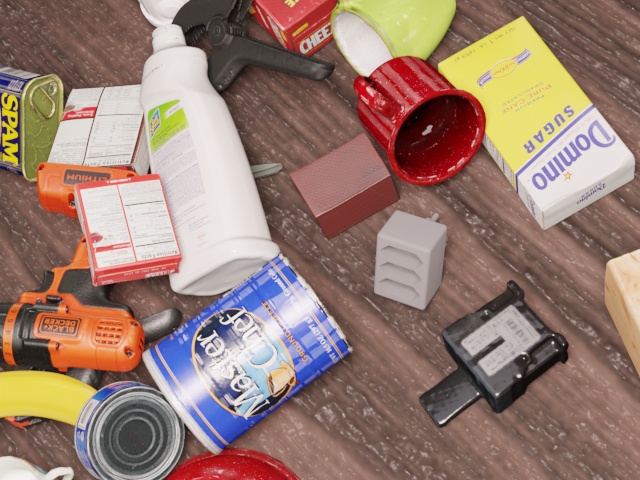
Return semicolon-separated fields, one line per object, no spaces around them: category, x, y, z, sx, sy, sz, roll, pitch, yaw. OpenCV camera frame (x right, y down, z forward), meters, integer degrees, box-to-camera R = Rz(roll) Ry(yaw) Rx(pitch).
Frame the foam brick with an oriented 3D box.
foam brick;0.022;-0.047;0.944;0.078;0.051;0.053;-29;63;0

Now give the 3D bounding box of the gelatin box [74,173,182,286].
gelatin box;-0.162;-0.009;0.898;0.073;0.030;0.089;-9;63;-19

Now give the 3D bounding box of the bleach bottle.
bleach bottle;-0.109;-0.083;0.953;0.103;0.067;0.251;-28;66;36

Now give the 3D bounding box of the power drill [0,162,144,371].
power drill;-0.231;0.023;0.929;0.184;0.057;0.187;6;60;2

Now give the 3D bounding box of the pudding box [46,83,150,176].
pudding box;-0.205;-0.098;1.019;0.090;0.039;0.113;-2;54;12

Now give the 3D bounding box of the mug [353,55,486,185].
mug;0.074;-0.111;0.919;0.093;0.117;0.082;-57;40;20

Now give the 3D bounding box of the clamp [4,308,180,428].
clamp;-0.206;0.097;0.942;0.120;0.039;0.171;22;73;25

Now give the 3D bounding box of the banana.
banana;-0.257;0.142;0.886;0.197;0.037;0.069;4;74;-4

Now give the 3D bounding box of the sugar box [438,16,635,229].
sugar box;0.186;-0.105;0.934;0.093;0.048;0.176;-31;61;-1

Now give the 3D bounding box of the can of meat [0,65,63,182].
can of meat;-0.300;-0.117;1.032;0.084;0.057;0.102;16;114;23

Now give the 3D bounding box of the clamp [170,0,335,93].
clamp;-0.084;-0.206;0.998;0.210;0.036;0.164;-13;85;38

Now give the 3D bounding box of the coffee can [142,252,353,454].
coffee can;-0.059;0.092;0.871;0.140;0.102;0.103;-37;63;-5

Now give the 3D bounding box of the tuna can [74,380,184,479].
tuna can;-0.155;0.159;0.874;0.086;0.086;0.034;-61;23;-16
